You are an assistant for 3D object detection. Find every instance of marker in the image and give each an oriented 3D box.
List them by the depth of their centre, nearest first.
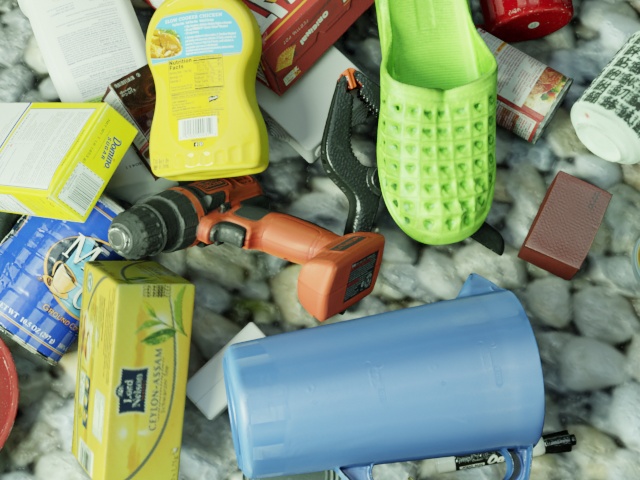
[{"bbox_3d":[0.158,0.180,0.912,0.121,0.020,0.020,-10,75,0],"label":"marker"}]

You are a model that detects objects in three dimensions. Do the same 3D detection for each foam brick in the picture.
[{"bbox_3d":[0.216,-0.012,0.944,0.053,0.051,0.078,26,78,8],"label":"foam brick"}]

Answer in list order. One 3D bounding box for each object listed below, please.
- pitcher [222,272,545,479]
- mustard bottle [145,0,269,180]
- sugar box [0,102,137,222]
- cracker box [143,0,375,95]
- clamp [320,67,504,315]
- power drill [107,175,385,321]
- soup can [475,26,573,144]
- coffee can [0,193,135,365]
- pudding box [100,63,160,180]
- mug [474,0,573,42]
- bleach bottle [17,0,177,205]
[{"bbox_3d":[0.050,0.129,0.854,0.242,0.149,0.145,-8,120,-8],"label":"pitcher"},{"bbox_3d":[-0.096,-0.149,0.885,0.096,0.058,0.191,-5,85,15],"label":"mustard bottle"},{"bbox_3d":[-0.238,-0.068,0.896,0.177,0.048,0.093,7,62,46],"label":"sugar box"},{"bbox_3d":[-0.062,-0.256,0.982,0.214,0.072,0.164,38,79,29],"label":"cracker box"},{"bbox_3d":[0.067,-0.053,0.945,0.164,0.036,0.210,-13,94,-5],"label":"clamp"},{"bbox_3d":[-0.056,0.001,0.877,0.188,0.184,0.057,24,116,24],"label":"power drill"},{"bbox_3d":[0.168,-0.141,0.971,0.102,0.068,0.068,31,79,10],"label":"soup can"},{"bbox_3d":[-0.228,0.022,0.927,0.103,0.103,0.140,34,79,10],"label":"coffee can"},{"bbox_3d":[-0.124,-0.118,0.948,0.113,0.039,0.090,-36,90,-30],"label":"pudding box"},{"bbox_3d":[0.176,-0.232,0.991,0.117,0.093,0.081,-15,78,30],"label":"mug"},{"bbox_3d":[-0.198,-0.131,0.988,0.102,0.068,0.251,-19,77,-5],"label":"bleach bottle"}]
